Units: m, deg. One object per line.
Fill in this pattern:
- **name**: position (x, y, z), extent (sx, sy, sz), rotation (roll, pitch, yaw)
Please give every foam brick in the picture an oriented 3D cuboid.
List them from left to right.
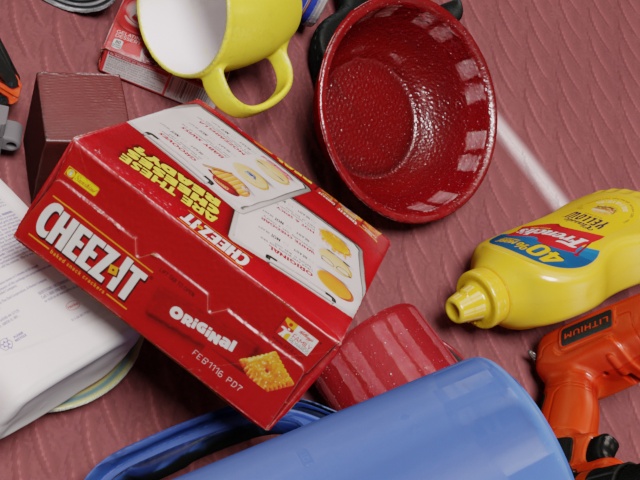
- **foam brick**: position (-0.154, -0.063, 0.669), extent (0.052, 0.078, 0.051), rotation (-1, 64, -24)

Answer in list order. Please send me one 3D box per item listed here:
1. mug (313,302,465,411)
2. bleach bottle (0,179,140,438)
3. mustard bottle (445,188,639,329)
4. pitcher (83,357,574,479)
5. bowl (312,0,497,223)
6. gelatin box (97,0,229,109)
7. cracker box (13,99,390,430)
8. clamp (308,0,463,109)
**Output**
- **mug**: position (0.055, 0.090, 0.666), extent (0.117, 0.093, 0.081), rotation (-17, 64, -45)
- **bleach bottle**: position (-0.213, -0.017, 0.585), extent (0.251, 0.068, 0.102), rotation (50, 43, 8)
- **mustard bottle**: position (0.164, 0.018, 0.754), extent (0.191, 0.058, 0.096), rotation (-21, 29, -30)
- **pitcher**: position (-0.005, 0.147, 0.534), extent (0.242, 0.145, 0.149), rotation (-24, 88, -10)
- **bowl**: position (0.050, -0.091, 0.765), extent (0.161, 0.055, 0.162), rotation (2, 86, -34)
- **gelatin box**: position (-0.106, -0.140, 0.764), extent (0.089, 0.030, 0.073), rotation (21, 55, -11)
- **cracker box**: position (-0.054, 0.001, 0.614), extent (0.164, 0.072, 0.213), rotation (37, 17, 0)
- **clamp**: position (0.048, -0.158, 0.837), extent (0.120, 0.039, 0.171), rotation (20, 62, -7)
